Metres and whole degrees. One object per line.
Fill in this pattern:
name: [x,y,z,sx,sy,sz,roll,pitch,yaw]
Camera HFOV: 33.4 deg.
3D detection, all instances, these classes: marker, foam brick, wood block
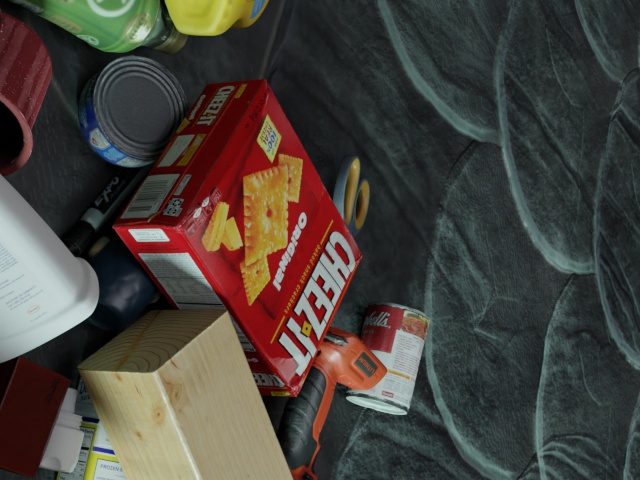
marker: [-0.169,-0.033,0.862,0.121,0.020,0.020,-56,129,-33]
foam brick: [-0.227,0.125,0.772,0.053,0.051,0.078,37,63,-44]
wood block: [-0.094,0.165,0.830,0.090,0.090,0.206,-39,117,-45]

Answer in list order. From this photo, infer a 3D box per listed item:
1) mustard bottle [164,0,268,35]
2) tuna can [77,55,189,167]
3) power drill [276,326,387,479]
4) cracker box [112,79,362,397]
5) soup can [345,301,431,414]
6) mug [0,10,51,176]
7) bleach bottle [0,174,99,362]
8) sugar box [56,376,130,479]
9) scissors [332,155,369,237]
mustard bottle: [-0.076,-0.228,0.904,0.191,0.058,0.096,-50,142,-71]
tuna can: [-0.150,-0.102,0.857,0.086,0.034,0.086,10,73,-36]
power drill: [-0.002,0.186,1.007,0.187,0.057,0.184,-66,147,-19]
cracker box: [-0.056,0.001,0.879,0.213,0.072,0.164,59,45,-38]
soup can: [0.070,0.122,1.104,0.068,0.069,0.102,32,68,-45]
mug: [-0.229,-0.110,0.718,0.117,0.093,0.081,108,-8,-48]
bleach bottle: [-0.252,-0.031,0.695,0.102,0.068,0.250,-28,126,2]
sugar box: [-0.164,0.196,0.851,0.093,0.048,0.176,27,66,-46]
scissors: [0.022,0.016,1.074,0.096,0.016,0.202,2,96,-70]
